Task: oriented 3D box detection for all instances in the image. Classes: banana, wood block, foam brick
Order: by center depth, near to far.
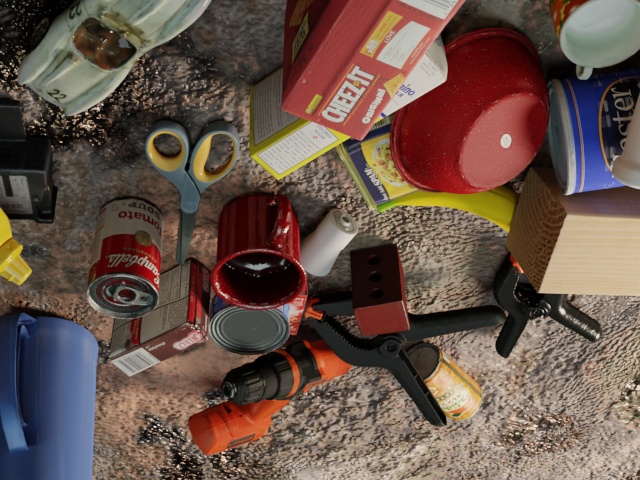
[{"bbox_3d":[0.296,-0.007,1.018,0.205,0.090,0.091,2,122,-16],"label":"wood block"},{"bbox_3d":[0.156,-0.034,1.053,0.197,0.037,0.070,15,149,-18],"label":"banana"},{"bbox_3d":[0.061,0.052,1.111,0.053,0.078,0.051,-9,139,8],"label":"foam brick"}]

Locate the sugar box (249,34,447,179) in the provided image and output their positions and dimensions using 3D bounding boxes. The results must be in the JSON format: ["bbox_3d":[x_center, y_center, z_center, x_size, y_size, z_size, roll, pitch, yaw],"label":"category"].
[{"bbox_3d":[0.020,-0.131,0.892,0.176,0.093,0.048,-26,134,25],"label":"sugar box"}]

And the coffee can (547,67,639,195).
[{"bbox_3d":[0.276,-0.100,0.932,0.140,0.103,0.103,-8,138,5],"label":"coffee can"}]

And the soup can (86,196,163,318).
[{"bbox_3d":[-0.188,0.016,1.040,0.068,0.102,0.068,-1,138,-1],"label":"soup can"}]

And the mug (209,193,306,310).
[{"bbox_3d":[-0.057,0.001,1.045,0.093,0.081,0.117,13,136,-17],"label":"mug"}]

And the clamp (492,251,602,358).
[{"bbox_3d":[0.245,0.068,1.168,0.120,0.039,0.171,-11,138,7],"label":"clamp"}]

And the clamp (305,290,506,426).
[{"bbox_3d":[0.080,0.118,1.178,0.210,0.036,0.165,16,115,-2],"label":"clamp"}]

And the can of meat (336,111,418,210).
[{"bbox_3d":[0.067,-0.085,0.974,0.084,0.057,0.102,-19,137,14],"label":"can of meat"}]

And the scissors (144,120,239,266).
[{"bbox_3d":[-0.143,-0.048,1.035,0.096,0.016,0.202,18,134,-19],"label":"scissors"}]

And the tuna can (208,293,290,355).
[{"bbox_3d":[-0.075,0.082,1.124,0.086,0.034,0.086,-1,137,-1],"label":"tuna can"}]

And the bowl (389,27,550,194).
[{"bbox_3d":[0.141,-0.097,0.914,0.161,0.055,0.162,-19,132,-22],"label":"bowl"}]

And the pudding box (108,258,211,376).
[{"bbox_3d":[-0.168,0.081,1.123,0.114,0.090,0.039,-25,132,24],"label":"pudding box"}]

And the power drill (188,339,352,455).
[{"bbox_3d":[-0.072,0.179,1.213,0.184,0.057,0.188,-9,156,-45],"label":"power drill"}]

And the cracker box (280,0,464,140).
[{"bbox_3d":[0.036,-0.201,0.724,0.072,0.213,0.164,19,134,-20],"label":"cracker box"}]

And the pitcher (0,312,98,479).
[{"bbox_3d":[-0.307,0.205,1.140,0.149,0.243,0.145,24,129,-35],"label":"pitcher"}]
